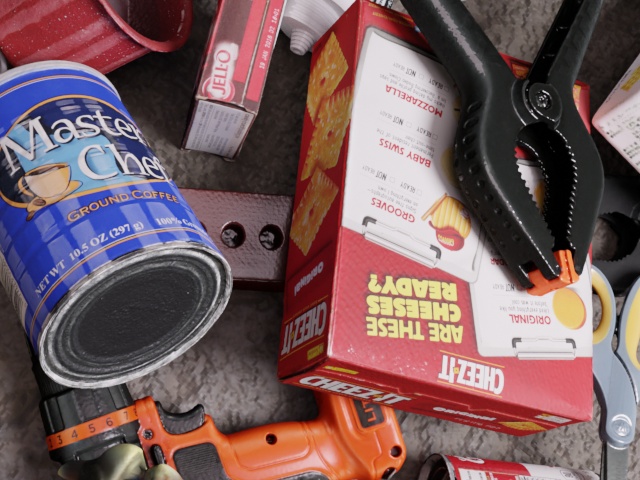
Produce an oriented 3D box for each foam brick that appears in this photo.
[{"bbox_3d":[-0.054,0.001,0.620,0.078,0.051,0.053,3,81,-12],"label":"foam brick"}]

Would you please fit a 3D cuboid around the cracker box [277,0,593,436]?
[{"bbox_3d":[0.069,-0.010,0.606,0.164,0.072,0.213,16,65,-22],"label":"cracker box"}]

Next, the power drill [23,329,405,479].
[{"bbox_3d":[-0.059,0.096,0.604,0.187,0.057,0.184,-18,86,-13],"label":"power drill"}]

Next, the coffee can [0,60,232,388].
[{"bbox_3d":[-0.123,-0.010,0.551,0.102,0.103,0.140,-27,58,-15],"label":"coffee can"}]

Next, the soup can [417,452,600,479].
[{"bbox_3d":[0.112,0.164,0.625,0.102,0.069,0.068,8,80,-12],"label":"soup can"}]

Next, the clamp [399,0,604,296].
[{"bbox_3d":[0.117,-0.075,0.590,0.164,0.036,0.210,-4,74,-33],"label":"clamp"}]

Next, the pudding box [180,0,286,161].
[{"bbox_3d":[-0.049,-0.102,0.604,0.039,0.113,0.090,16,78,-6],"label":"pudding box"}]

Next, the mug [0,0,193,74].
[{"bbox_3d":[-0.128,-0.140,0.602,0.093,0.082,0.117,58,31,-22],"label":"mug"}]
